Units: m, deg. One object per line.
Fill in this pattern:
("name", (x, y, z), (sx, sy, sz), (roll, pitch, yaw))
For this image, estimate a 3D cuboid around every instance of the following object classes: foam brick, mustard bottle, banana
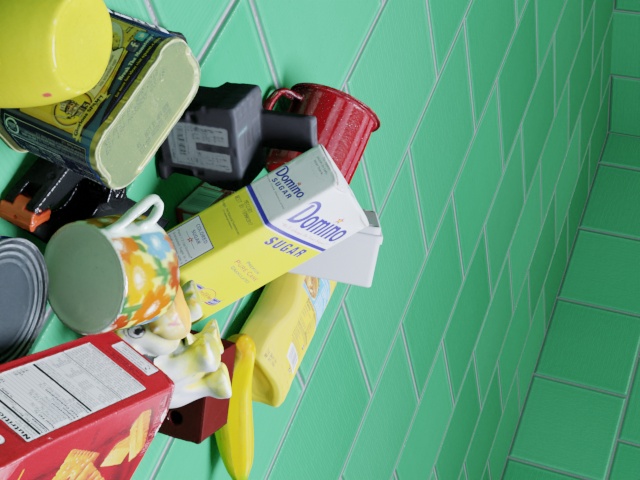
("foam brick", (-0.108, 0.121, 0.897), (0.051, 0.053, 0.078), (-24, 123, -65))
("mustard bottle", (-0.027, 0.063, 1.065), (0.096, 0.058, 0.191), (75, 34, -48))
("banana", (-0.076, 0.150, 0.983), (0.037, 0.070, 0.198), (-19, 128, -26))

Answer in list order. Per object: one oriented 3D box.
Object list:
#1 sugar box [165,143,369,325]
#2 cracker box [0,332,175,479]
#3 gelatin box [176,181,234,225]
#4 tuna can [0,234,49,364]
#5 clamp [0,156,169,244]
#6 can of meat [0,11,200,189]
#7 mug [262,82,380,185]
("sugar box", (-0.055, 0.001, 0.823), (0.048, 0.176, 0.093), (65, 7, 24))
("cracker box", (-0.188, 0.153, 0.612), (0.164, 0.072, 0.213), (-60, 165, 17))
("gelatin box", (-0.086, -0.015, 0.909), (0.089, 0.030, 0.073), (-50, 146, -50))
("tuna can", (-0.201, 0.037, 0.636), (0.086, 0.034, 0.086), (12, 90, -69))
("clamp", (-0.146, -0.050, 0.721), (0.171, 0.039, 0.120), (-25, 126, -65))
("can of meat", (-0.134, -0.089, 0.644), (0.102, 0.084, 0.057), (-59, 154, -17))
("mug", (-0.009, -0.096, 1.001), (0.117, 0.093, 0.081), (33, 73, -35))
